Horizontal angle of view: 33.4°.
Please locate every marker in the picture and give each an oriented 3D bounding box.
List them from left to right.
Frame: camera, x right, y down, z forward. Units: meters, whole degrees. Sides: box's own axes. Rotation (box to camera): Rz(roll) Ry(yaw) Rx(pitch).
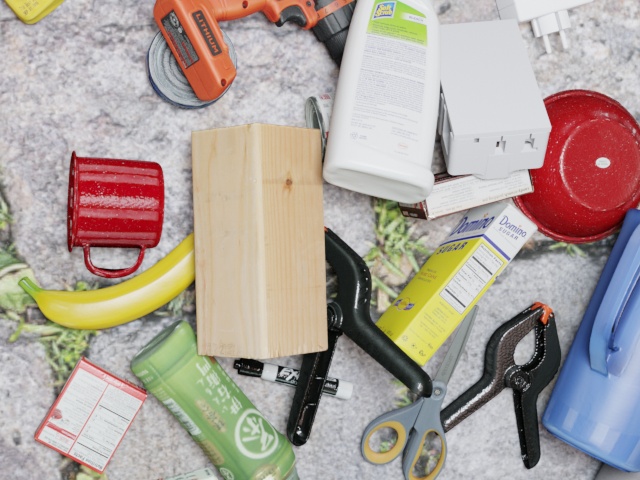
[{"bbox_3d":[-0.027,0.136,1.056,0.121,0.020,0.020,15,89,-11],"label":"marker"}]

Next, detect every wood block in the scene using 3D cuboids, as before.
[{"bbox_3d":[-0.056,0.001,0.986,0.090,0.090,0.206,-1,89,-49],"label":"wood block"}]

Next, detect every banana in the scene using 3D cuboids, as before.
[{"bbox_3d":[-0.181,0.041,1.011,0.197,0.037,0.069,-17,96,-10],"label":"banana"}]

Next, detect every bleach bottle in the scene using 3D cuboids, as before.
[{"bbox_3d":[0.072,-0.166,0.982,0.102,0.068,0.251,14,73,-6],"label":"bleach bottle"}]

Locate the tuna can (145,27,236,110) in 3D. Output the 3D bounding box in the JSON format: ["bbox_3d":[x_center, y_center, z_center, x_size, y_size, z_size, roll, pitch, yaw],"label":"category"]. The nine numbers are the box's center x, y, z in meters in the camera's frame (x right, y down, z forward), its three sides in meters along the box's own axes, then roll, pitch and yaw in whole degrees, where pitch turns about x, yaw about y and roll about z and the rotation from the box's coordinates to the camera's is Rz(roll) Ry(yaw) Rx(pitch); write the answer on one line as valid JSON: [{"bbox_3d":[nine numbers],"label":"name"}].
[{"bbox_3d":[-0.123,-0.168,1.015,0.086,0.034,0.086,-1,93,-12],"label":"tuna can"}]

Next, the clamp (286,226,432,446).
[{"bbox_3d":[0.008,0.085,1.019,0.165,0.036,0.210,-33,62,28],"label":"clamp"}]

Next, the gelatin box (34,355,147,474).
[{"bbox_3d":[-0.218,0.165,1.013,0.073,0.030,0.089,31,86,-13],"label":"gelatin box"}]

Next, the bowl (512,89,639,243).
[{"bbox_3d":[0.275,-0.076,1.090,0.162,0.055,0.162,0,92,-12],"label":"bowl"}]

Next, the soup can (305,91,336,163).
[{"bbox_3d":[0.043,-0.115,1.034,0.102,0.068,0.068,-11,95,-11],"label":"soup can"}]

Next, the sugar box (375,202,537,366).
[{"bbox_3d":[0.128,0.039,1.046,0.048,0.093,0.176,39,84,-12],"label":"sugar box"}]

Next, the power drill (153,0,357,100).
[{"bbox_3d":[-0.047,-0.202,0.995,0.187,0.057,0.184,-33,97,-29],"label":"power drill"}]

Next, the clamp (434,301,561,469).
[{"bbox_3d":[0.204,0.150,1.095,0.120,0.039,0.171,31,93,-18],"label":"clamp"}]

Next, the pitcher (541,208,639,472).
[{"bbox_3d":[0.310,0.096,1.046,0.149,0.145,0.243,26,89,-7],"label":"pitcher"}]

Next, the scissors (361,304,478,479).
[{"bbox_3d":[0.095,0.152,1.054,0.096,0.016,0.202,6,108,1],"label":"scissors"}]

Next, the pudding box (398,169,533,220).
[{"bbox_3d":[0.139,-0.052,1.045,0.113,0.090,0.039,-17,96,-10],"label":"pudding box"}]

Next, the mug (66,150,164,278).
[{"bbox_3d":[-0.188,-0.023,0.977,0.081,0.093,0.117,2,72,-16],"label":"mug"}]
